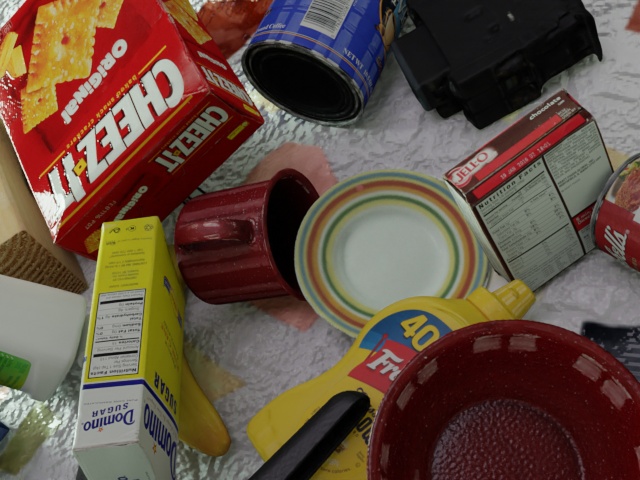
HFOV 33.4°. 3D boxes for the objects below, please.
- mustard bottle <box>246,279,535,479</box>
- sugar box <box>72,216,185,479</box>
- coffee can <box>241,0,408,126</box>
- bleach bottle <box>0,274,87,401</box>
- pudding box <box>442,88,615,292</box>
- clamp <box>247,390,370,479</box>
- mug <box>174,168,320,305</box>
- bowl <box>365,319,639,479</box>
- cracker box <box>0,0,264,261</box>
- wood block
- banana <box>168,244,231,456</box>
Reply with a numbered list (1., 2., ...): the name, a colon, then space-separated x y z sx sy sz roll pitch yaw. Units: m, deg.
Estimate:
1. mustard bottle: 0.055 0.091 0.656 0.191 0.058 0.096 -40 66 -3
2. sugar box: -0.117 0.079 0.680 0.048 0.093 0.176 -8 48 2
3. coffee can: 0.013 -0.175 0.832 0.103 0.102 0.140 10 65 33
4. bleach bottle: -0.299 0.044 0.752 0.103 0.250 0.068 135 147 -53
5. pudding box: 0.136 -0.026 0.657 0.090 0.113 0.039 -35 45 2
6. clamp: -0.053 0.171 0.598 0.210 0.036 0.164 -10 56 15
7. mug: -0.055 0.001 0.746 0.082 0.117 0.093 -9 83 28
8. bowl: 0.105 0.127 0.585 0.162 0.055 0.162 -1 73 2
9. cracker box: -0.158 -0.115 0.796 0.164 0.072 0.214 -42 55 17
10. wood block: -0.283 -0.024 0.897 0.090 0.090 0.206 -36 49 2
11. banana: -0.106 0.072 0.771 0.070 0.037 0.198 -22 51 16
